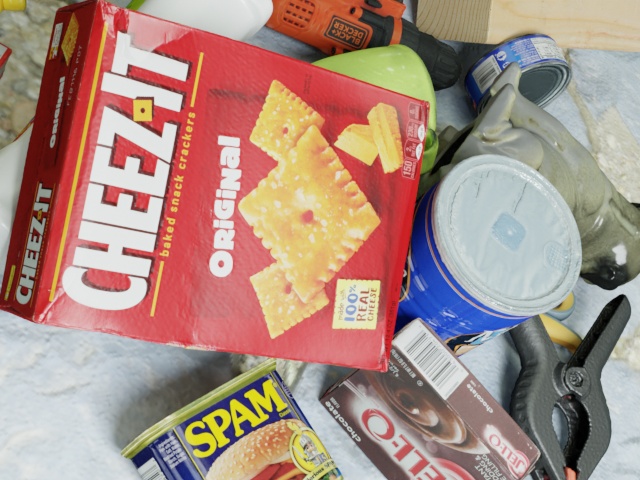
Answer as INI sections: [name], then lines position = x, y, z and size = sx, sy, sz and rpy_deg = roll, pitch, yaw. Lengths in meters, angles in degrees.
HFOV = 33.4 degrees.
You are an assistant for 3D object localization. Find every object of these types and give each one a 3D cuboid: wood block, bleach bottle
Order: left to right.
[bleach bottle]
position = -0.134, -0.067, 0.619
size = 0.068, 0.103, 0.250
rpy_deg = 46, 61, -17
[wood block]
position = 0.194, -0.217, 0.944
size = 0.205, 0.091, 0.090
rpy_deg = -5, 106, -35

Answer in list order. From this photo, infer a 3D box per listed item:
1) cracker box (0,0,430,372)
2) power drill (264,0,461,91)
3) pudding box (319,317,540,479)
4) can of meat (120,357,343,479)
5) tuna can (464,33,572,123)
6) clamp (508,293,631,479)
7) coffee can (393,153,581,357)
[cracker box]
position = -0.049, -0.022, 0.587
size = 0.213, 0.072, 0.164
rpy_deg = 12, 87, -32
[power drill]
position = 0.064, -0.219, 0.824
size = 0.184, 0.188, 0.057
rpy_deg = 16, 19, -28
[pudding box]
position = 0.065, 0.115, 0.658
size = 0.113, 0.090, 0.039
rpy_deg = 50, 45, 6
[can of meat]
position = -0.046, 0.127, 0.600
size = 0.101, 0.058, 0.084
rpy_deg = -26, 79, -42
[tuna can]
position = 0.165, -0.135, 0.895
size = 0.085, 0.086, 0.034
rpy_deg = -5, 62, -36
[clamp]
position = 0.163, 0.094, 0.760
size = 0.120, 0.039, 0.171
rpy_deg = 21, 59, -10
[coffee can]
position = 0.084, 0.020, 0.689
size = 0.102, 0.141, 0.103
rpy_deg = 10, 64, -22
